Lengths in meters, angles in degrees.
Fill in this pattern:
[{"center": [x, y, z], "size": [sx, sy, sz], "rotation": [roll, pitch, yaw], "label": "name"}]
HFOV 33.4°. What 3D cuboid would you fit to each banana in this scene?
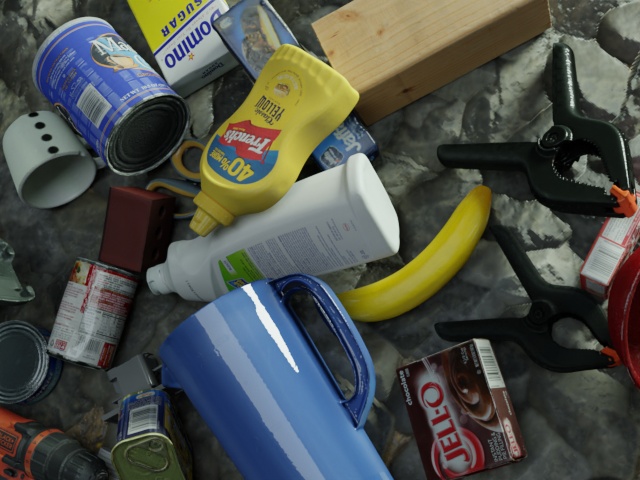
[{"center": [0.089, 0.024, 1.015], "size": [0.198, 0.037, 0.070], "rotation": [-32, 74, 9], "label": "banana"}]

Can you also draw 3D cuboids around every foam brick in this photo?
[{"center": [-0.185, -0.012, 1.084], "size": [0.051, 0.053, 0.078], "rotation": [14, 100, 20], "label": "foam brick"}]

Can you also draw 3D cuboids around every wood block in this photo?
[{"center": [0.109, -0.207, 1.034], "size": [0.206, 0.090, 0.090], "rotation": [-28, 72, 8], "label": "wood block"}]

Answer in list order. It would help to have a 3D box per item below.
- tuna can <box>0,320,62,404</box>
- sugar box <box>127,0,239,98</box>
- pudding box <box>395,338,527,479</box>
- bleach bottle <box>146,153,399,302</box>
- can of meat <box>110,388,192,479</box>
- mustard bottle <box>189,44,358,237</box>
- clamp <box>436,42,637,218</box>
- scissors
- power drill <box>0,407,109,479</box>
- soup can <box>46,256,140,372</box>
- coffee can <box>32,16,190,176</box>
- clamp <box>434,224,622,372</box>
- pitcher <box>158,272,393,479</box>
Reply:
[{"center": [-0.313, 0.128, 1.109], "size": [0.086, 0.033, 0.086], "rotation": [-3, 77, 15], "label": "tuna can"}, {"center": [-0.151, -0.251, 1.140], "size": [0.093, 0.048, 0.176], "rotation": [-30, 71, 7], "label": "sugar box"}, {"center": [0.126, 0.155, 0.963], "size": [0.090, 0.039, 0.113], "rotation": [-26, 69, 32], "label": "pudding box"}, {"center": [-0.057, 0.001, 1.025], "size": [0.251, 0.102, 0.068], "rotation": [-17, 40, 18], "label": "bleach bottle"}, {"center": [-0.155, 0.201, 0.999], "size": [0.057, 0.084, 0.102], "rotation": [-16, 116, 1], "label": "can of meat"}, {"center": [-0.056, -0.083, 0.980], "size": [0.096, 0.058, 0.191], "rotation": [37, 89, 34], "label": "mustard bottle"}, {"center": [0.221, -0.093, 0.970], "size": [0.164, 0.036, 0.210], "rotation": [-47, 43, -1], "label": "clamp"}, {"center": [-0.085, -0.052, 1.094], "size": [0.202, 0.016, 0.096], "rotation": [8, 80, 17], "label": "scissors"}, {"center": [-0.298, 0.271, 1.043], "size": [0.185, 0.057, 0.187], "rotation": [14, 80, 38], "label": "power drill"}, {"center": [-0.230, 0.075, 1.079], "size": [0.069, 0.068, 0.102], "rotation": [15, 83, 18], "label": "soup can"}, {"center": [-0.216, -0.149, 1.098], "size": [0.103, 0.102, 0.140], "rotation": [-46, 64, 2], "label": "coffee can"}, {"center": [0.191, 0.076, 0.977], "size": [0.172, 0.039, 0.120], "rotation": [38, 96, 26], "label": "clamp"}, {"center": [-0.025, 0.158, 0.973], "size": [0.144, 0.149, 0.243], "rotation": [-25, 72, -31], "label": "pitcher"}]
